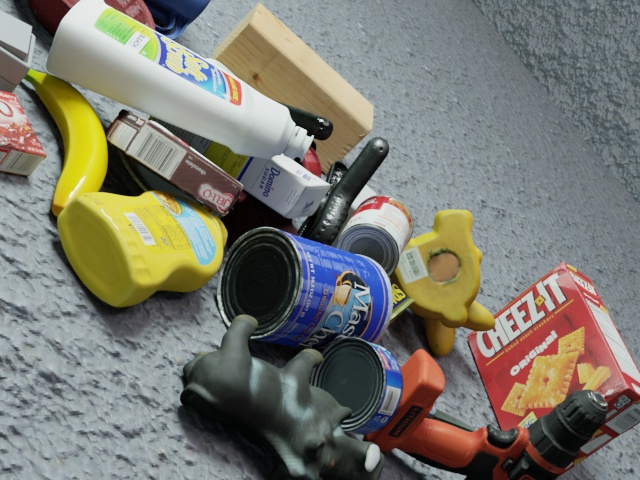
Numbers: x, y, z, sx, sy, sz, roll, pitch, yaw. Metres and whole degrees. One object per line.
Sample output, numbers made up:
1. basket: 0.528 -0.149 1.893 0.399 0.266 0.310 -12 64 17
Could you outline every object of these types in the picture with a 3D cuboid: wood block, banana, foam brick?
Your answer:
1. wood block: -0.036 -0.196 1.381 0.206 0.091 0.090 40 24 -16
2. banana: -0.225 -0.088 0.953 0.069 0.037 0.198 -6 47 -26
3. foam brick: -0.057 0.001 1.075 0.052 0.051 0.078 22 33 -46

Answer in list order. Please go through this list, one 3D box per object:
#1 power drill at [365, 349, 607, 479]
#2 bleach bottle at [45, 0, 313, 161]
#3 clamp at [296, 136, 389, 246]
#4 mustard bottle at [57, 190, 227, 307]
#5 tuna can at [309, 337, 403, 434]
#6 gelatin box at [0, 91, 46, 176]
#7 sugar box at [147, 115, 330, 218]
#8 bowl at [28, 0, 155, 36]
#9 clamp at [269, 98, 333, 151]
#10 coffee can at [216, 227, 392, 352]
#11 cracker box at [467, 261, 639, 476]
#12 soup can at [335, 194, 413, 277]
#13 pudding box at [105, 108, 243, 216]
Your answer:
1. power drill: 0.151 0.178 1.007 0.187 0.185 0.057 30 27 -14
2. bleach bottle: -0.125 -0.143 1.009 0.250 0.068 0.102 25 28 -6
3. clamp: 0.016 -0.037 1.145 0.039 0.120 0.171 30 61 -9
4. mustard bottle: -0.137 0.001 0.926 0.096 0.058 0.191 53 24 13
5. tuna can: 0.033 0.133 0.972 0.033 0.086 0.086 22 33 -48
6. gelatin box: -0.277 -0.094 0.872 0.089 0.030 0.073 9 43 -56
7. sugar box: -0.081 -0.086 1.080 0.176 0.048 0.093 37 12 11
8. bowl: -0.255 -0.250 1.131 0.162 0.055 0.162 38 25 -21
9. clamp: -0.081 -0.155 1.220 0.210 0.036 0.165 27 -8 -11
10. coffee can: -0.013 0.051 1.004 0.140 0.103 0.103 18 37 -49
11. cracker box: 0.278 0.154 1.267 0.072 0.164 0.214 33 27 -34
12. soup can: 0.057 -0.001 1.118 0.068 0.069 0.102 45 23 -5
13. pudding box: -0.135 -0.072 0.976 0.113 0.039 0.090 36 -4 -28
